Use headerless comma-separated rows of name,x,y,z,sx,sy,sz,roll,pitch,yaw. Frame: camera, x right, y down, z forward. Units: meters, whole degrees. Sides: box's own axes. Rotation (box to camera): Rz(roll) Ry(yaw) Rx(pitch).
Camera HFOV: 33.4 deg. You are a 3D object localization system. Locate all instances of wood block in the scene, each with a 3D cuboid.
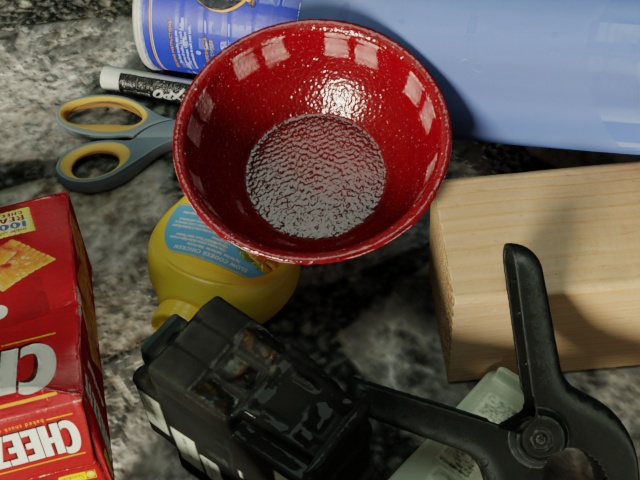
wood block,0.172,0.015,0.625,0.206,0.091,0.090,-6,52,1

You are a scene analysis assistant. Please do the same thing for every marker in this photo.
marker,-0.106,-0.113,0.795,0.121,0.020,0.020,11,54,14

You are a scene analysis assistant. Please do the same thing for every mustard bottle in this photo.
mustard bottle,-0.054,0.001,0.676,0.096,0.058,0.191,19,56,12

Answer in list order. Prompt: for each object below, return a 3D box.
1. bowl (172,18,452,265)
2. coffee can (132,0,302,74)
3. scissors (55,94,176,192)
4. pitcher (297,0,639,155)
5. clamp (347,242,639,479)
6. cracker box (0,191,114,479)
bowl,-0.004,-0.051,0.636,0.162,0.055,0.162,-1,67,2
coffee can,-0.052,-0.167,0.780,0.140,0.103,0.102,10,53,12
scissors,-0.101,-0.064,0.759,0.202,0.016,0.096,10,55,13
pitcher,0.115,-0.131,0.667,0.243,0.149,0.145,12,58,36
clamp,0.112,0.089,0.551,0.171,0.039,0.120,41,94,-5
cracker box,-0.208,0.064,0.594,0.164,0.072,0.214,-14,32,-7
